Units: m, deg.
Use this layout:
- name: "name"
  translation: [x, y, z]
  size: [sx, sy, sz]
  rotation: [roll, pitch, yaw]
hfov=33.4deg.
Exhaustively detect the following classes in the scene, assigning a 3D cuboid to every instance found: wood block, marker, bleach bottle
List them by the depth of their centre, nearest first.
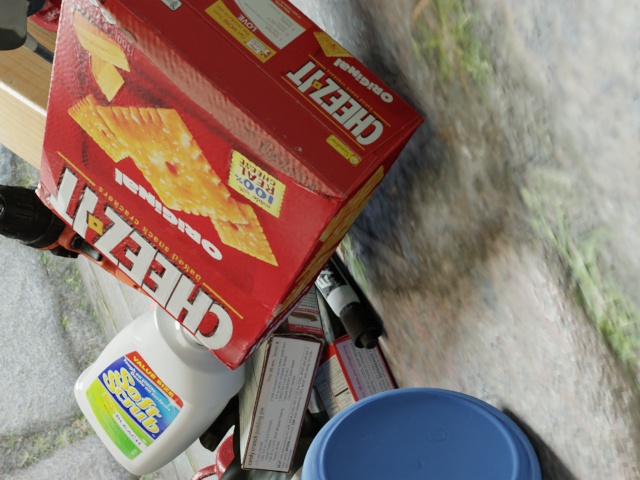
- name: "marker"
  translation: [0.003, 0.020, 0.659]
  size: [0.121, 0.020, 0.020]
  rotation: [56, 160, 37]
- name: "bleach bottle"
  translation: [-0.108, 0.088, 0.740]
  size: [0.102, 0.068, 0.251]
  rotation: [54, 150, 10]
- name: "wood block"
  translation: [-0.209, -0.108, 0.918]
  size: [0.206, 0.090, 0.090]
  rotation: [32, 146, 27]

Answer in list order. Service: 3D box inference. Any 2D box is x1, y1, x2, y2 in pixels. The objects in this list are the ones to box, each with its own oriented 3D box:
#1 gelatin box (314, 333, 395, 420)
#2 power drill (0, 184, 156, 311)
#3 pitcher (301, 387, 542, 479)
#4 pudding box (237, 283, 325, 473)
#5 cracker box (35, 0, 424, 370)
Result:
- name: "gelatin box"
  translation: [0.028, 0.106, 0.669]
  size: [0.089, 0.030, 0.073]
  rotation: [66, 162, 11]
- name: "power drill"
  translation: [-0.175, 0.015, 0.895]
  size: [0.188, 0.057, 0.184]
  rotation: [32, -175, 18]
- name: "pitcher"
  translation: [0.044, 0.192, 0.546]
  size: [0.145, 0.149, 0.243]
  rotation: [-103, 6, -55]
- name: "pudding box"
  translation: [-0.029, 0.081, 0.701]
  size: [0.090, 0.039, 0.114]
  rotation: [-103, 21, -57]
- name: "cracker box"
  translation: [-0.062, -0.041, 0.547]
  size: [0.164, 0.072, 0.214]
  rotation: [42, 148, 6]
